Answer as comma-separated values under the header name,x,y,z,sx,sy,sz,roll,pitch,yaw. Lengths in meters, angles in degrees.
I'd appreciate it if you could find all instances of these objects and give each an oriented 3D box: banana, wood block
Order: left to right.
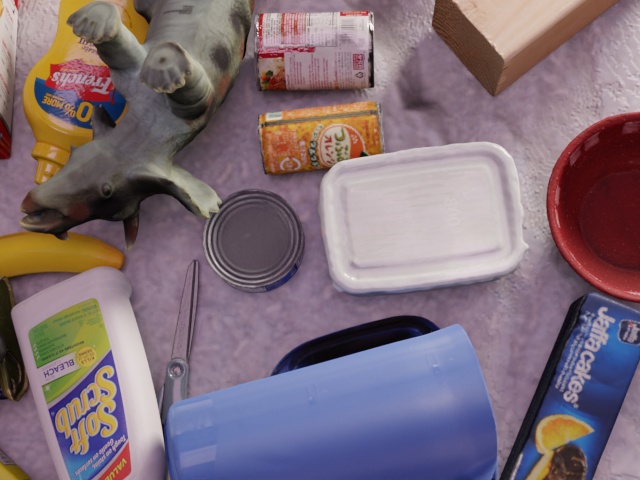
name,x,y,z,sx,sy,sz,roll,pitch,yaw
banana,-0.270,0.029,0.920,0.198,0.037,0.069,-23,106,1
wood block,0.205,-0.230,0.919,0.206,0.091,0.090,-37,79,-5

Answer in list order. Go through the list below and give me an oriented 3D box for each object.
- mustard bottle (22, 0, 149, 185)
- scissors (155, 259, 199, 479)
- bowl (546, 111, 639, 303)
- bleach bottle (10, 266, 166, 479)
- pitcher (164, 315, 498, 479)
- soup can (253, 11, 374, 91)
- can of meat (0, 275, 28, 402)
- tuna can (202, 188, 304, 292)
name,x,y,z,sx,sy,sz,roll,pitch,yaw
mustard bottle,-0.207,-0.135,0.939,0.096,0.058,0.191,21,80,-8
scissors,-0.139,0.120,0.899,0.096,0.016,0.202,-9,77,2
bowl,0.265,-0.022,0.885,0.162,0.055,0.162,-1,77,3
bleach bottle,-0.166,0.153,0.852,0.102,0.068,0.251,-25,70,4
pitcher,0.008,0.146,0.824,0.243,0.149,0.145,-12,88,-2
soup can,-0.004,-0.165,0.929,0.102,0.068,0.068,-1,77,3
can of meat,-0.296,0.086,0.881,0.084,0.057,0.102,-7,103,2
tuna can,-0.056,0.001,0.911,0.086,0.034,0.086,-1,77,3
